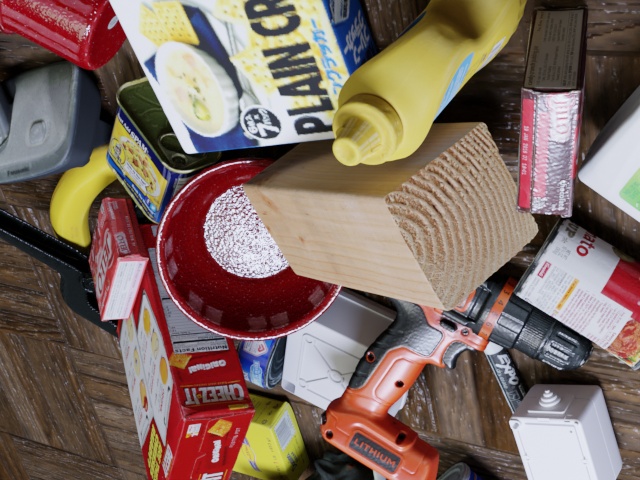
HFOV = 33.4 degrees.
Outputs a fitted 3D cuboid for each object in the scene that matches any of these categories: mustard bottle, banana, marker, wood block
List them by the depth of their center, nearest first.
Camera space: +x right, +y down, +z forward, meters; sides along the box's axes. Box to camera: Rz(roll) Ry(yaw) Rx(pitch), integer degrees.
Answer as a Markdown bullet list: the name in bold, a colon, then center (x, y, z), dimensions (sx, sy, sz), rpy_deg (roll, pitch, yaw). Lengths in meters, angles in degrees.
- **mustard bottle**: center (0.060, -0.102, 0.658), dimensions (0.058, 0.191, 0.096), rpy_deg (40, 138, 1)
- **wood block**: center (0.042, -0.023, 0.757), dimensions (0.090, 0.090, 0.206), rpy_deg (59, 158, -20)
- **marker**: center (0.152, 0.104, 0.892), dimensions (0.020, 0.020, 0.121), rpy_deg (-8, 119, 40)
- **banana**: center (-0.225, -0.039, 1.035), dimensions (0.069, 0.037, 0.198), rpy_deg (13, 141, -12)

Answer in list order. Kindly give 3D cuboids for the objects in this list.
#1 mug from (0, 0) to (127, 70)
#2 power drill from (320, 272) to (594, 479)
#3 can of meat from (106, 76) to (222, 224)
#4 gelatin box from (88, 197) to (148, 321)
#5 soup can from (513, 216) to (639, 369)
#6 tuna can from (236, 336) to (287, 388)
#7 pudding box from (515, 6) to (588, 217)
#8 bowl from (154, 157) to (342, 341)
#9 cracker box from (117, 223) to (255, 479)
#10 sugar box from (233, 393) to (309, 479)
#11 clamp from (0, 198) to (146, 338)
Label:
- **mug**: center (-0.199, -0.185, 0.861), dimensions (0.081, 0.093, 0.117), rpy_deg (28, 167, 6)
- **power drill**: center (0.097, 0.104, 0.849), dimensions (0.184, 0.057, 0.188), rpy_deg (30, 103, 13)
- **can of meat**: center (-0.136, -0.074, 0.908), dimensions (0.102, 0.057, 0.084), rpy_deg (52, 144, 19)
- **gelatin box**: center (-0.184, 0.017, 0.961), dimensions (0.089, 0.030, 0.073), rpy_deg (114, 145, -43)
- **soup can**: center (0.199, 0.037, 0.766), dimensions (0.102, 0.068, 0.069), rpy_deg (33, 137, 10)
- **tuna can**: center (-0.044, 0.091, 0.972), dimensions (0.034, 0.086, 0.086), rpy_deg (23, 135, 15)
- **pudding box**: center (0.146, -0.083, 0.669), dimensions (0.039, 0.113, 0.090), rpy_deg (4, 128, 11)
- **bowl**: center (-0.056, 0.001, 0.897), dimensions (0.162, 0.055, 0.162), rpy_deg (-1, 110, -2)
- **cracker box**: center (-0.129, 0.114, 0.979), dimensions (0.164, 0.072, 0.214), rpy_deg (110, 148, -45)
- **sugar box**: center (-0.104, 0.199, 1.134), dimensions (0.176, 0.048, 0.093), rpy_deg (6, 129, 30)
- **clamp**: center (-0.233, 0.028, 1.058), dimensions (0.164, 0.036, 0.210), rpy_deg (0, 138, 6)
